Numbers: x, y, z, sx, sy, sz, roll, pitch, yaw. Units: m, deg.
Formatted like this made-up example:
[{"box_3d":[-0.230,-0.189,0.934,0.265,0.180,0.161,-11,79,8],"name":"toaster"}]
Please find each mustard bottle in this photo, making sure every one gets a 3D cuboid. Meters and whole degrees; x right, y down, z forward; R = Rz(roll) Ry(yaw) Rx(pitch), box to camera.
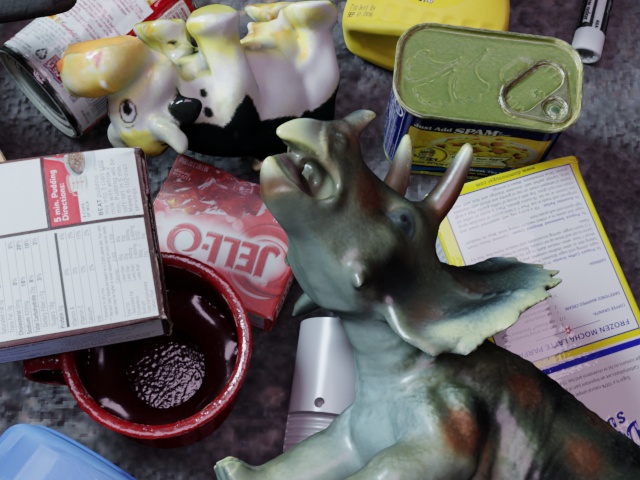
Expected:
[{"box_3d":[0.085,-0.194,0.661,0.096,0.058,0.191,14,71,13],"name":"mustard bottle"}]

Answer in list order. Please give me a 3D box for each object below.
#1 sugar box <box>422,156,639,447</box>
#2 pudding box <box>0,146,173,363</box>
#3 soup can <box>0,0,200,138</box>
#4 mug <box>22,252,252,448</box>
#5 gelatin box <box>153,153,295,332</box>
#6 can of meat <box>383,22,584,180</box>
[{"box_3d":[0.126,0.048,0.587,0.093,0.048,0.176,-16,76,-7],"name":"sugar box"},{"box_3d":[-0.132,0.008,0.502,0.113,0.039,0.090,-9,76,-6],"name":"pudding box"},{"box_3d":[-0.126,-0.116,0.620,0.068,0.068,0.102,43,75,11],"name":"soup can"},{"box_3d":[-0.093,0.063,0.552,0.117,0.081,0.093,-5,71,-5],"name":"mug"},{"box_3d":[-0.054,0.001,0.602,0.089,0.030,0.073,21,71,5],"name":"gelatin box"},{"box_3d":[0.088,-0.074,0.606,0.102,0.084,0.057,6,71,0],"name":"can of meat"}]
